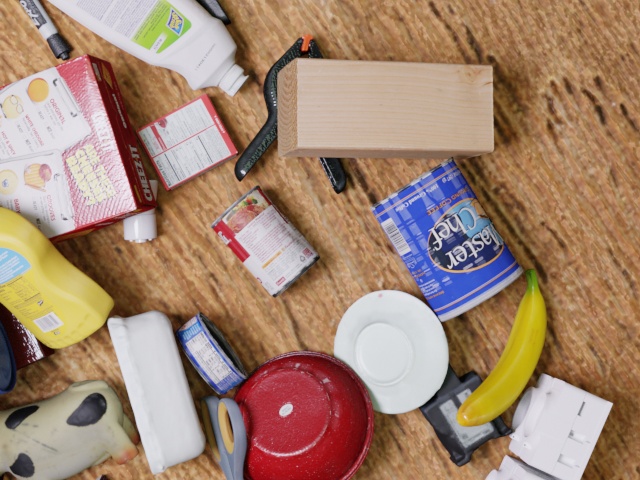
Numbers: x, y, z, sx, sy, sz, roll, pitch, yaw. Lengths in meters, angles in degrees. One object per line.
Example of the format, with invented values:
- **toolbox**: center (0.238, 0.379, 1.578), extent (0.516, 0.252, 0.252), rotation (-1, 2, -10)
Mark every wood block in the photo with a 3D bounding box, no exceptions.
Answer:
- **wood block**: center (0.065, -0.133, 1.099), extent (0.205, 0.090, 0.091), rotation (-1, 88, -15)

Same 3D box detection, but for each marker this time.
- **marker**: center (-0.306, -0.246, 1.150), extent (0.020, 0.020, 0.121), rotation (-33, 89, -2)

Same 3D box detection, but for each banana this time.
- **banana**: center (0.195, 0.125, 1.113), extent (0.069, 0.037, 0.197), rotation (45, 57, -24)

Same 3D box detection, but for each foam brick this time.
- **foam brick**: center (-0.323, 0.097, 1.123), extent (0.051, 0.053, 0.078), rotation (-25, 88, -2)

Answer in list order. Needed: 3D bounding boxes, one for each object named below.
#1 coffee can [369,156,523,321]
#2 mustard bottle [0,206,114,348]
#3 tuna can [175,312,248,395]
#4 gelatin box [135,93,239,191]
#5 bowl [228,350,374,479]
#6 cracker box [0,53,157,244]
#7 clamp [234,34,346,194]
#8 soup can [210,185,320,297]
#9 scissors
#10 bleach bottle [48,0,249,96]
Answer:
- **coffee can**: center (0.131, -0.001, 1.112), extent (0.103, 0.103, 0.140), rotation (-32, 89, -2)
- **mustard bottle**: center (-0.298, 0.023, 1.042), extent (0.096, 0.058, 0.191), rotation (-21, 122, 37)
- **tuna can**: center (-0.113, 0.118, 1.111), extent (0.034, 0.086, 0.086), rotation (-37, 90, -1)
- **gelatin box**: center (-0.143, -0.104, 1.145), extent (0.089, 0.030, 0.073), rotation (-29, 91, -2)
- **bowl**: center (-0.028, 0.183, 1.095), extent (0.162, 0.055, 0.162), rotation (-5, 65, 12)
- **cracker box**: center (-0.295, -0.076, 1.098), extent (0.214, 0.072, 0.164), rotation (-18, 89, 12)
- **clamp**: center (-0.034, -0.133, 1.141), extent (0.120, 0.039, 0.171), rotation (-1, 84, -16)
- **soup can**: center (-0.057, 0.001, 1.125), extent (0.068, 0.068, 0.102), rotation (-41, 90, -2)
- **scissors**: center (-0.078, 0.244, 1.069), extent (0.016, 0.096, 0.202), rotation (-12, 67, -27)
- **bleach bottle**: center (-0.188, -0.234, 1.129), extent (0.251, 0.068, 0.103), rotation (38, 109, -5)
